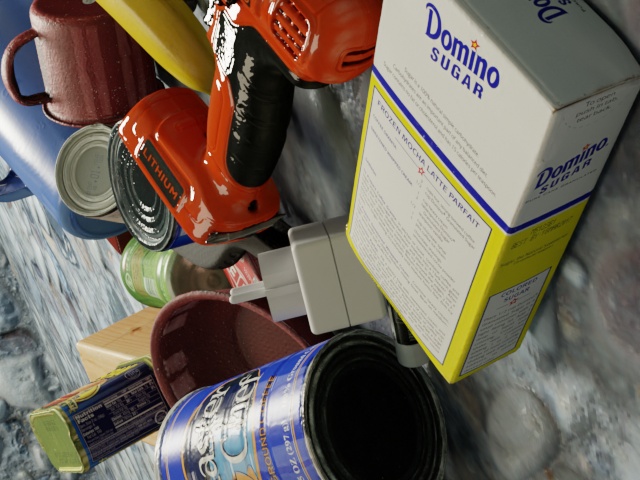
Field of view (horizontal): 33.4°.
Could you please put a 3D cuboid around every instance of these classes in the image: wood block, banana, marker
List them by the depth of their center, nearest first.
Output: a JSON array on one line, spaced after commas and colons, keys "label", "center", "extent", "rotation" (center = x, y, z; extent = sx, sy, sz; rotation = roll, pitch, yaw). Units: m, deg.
[{"label": "marker", "center": [0.039, 0.012, 0.542], "extent": [0.020, 0.020, 0.121], "rotation": [37, 146, 53]}, {"label": "banana", "center": [-0.125, -0.153, 0.668], "extent": [0.198, 0.037, 0.070], "rotation": [45, 156, 9]}, {"label": "wood block", "center": [-0.111, 0.115, 0.886], "extent": [0.206, 0.090, 0.090], "rotation": [3, 116, 56]}]

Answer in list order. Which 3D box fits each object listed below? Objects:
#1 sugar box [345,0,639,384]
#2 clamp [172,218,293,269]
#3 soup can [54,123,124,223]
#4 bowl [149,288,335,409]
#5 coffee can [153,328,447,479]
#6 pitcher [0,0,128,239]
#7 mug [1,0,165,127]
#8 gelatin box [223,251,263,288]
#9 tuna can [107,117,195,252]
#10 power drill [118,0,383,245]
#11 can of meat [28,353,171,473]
[{"label": "sugar box", "center": [0.057, -0.028, 0.413], "extent": [0.093, 0.048, 0.176], "rotation": [55, 154, 27]}, {"label": "clamp", "center": [-0.062, -0.038, 0.667], "extent": [0.210, 0.036, 0.164], "rotation": [2, 113, 52]}, {"label": "soup can", "center": [-0.139, -0.045, 0.787], "extent": [0.068, 0.069, 0.102], "rotation": [60, -164, 15]}, {"label": "bowl", "center": [-0.034, 0.089, 0.711], "extent": [0.162, 0.055, 0.162], "rotation": [20, 130, 24]}, {"label": "coffee can", "center": [-0.014, 0.117, 0.603], "extent": [0.141, 0.102, 0.103], "rotation": [-27, 88, 44]}, {"label": "pitcher", "center": [-0.241, -0.106, 0.929], "extent": [0.243, 0.144, 0.149], "rotation": [47, 140, 29]}, {"label": "mug", "center": [-0.175, -0.136, 0.778], "extent": [0.093, 0.117, 0.081], "rotation": [44, 146, 47]}, {"label": "gelatin box", "center": [-0.055, 0.001, 0.751], "extent": [0.089, 0.030, 0.073], "rotation": [62, 160, 9]}, {"label": "tuna can", "center": [-0.097, -0.037, 0.651], "extent": [0.086, 0.033, 0.086], "rotation": [30, 128, 46]}, {"label": "power drill", "center": [-0.054, -0.102, 0.535], "extent": [0.184, 0.057, 0.188], "rotation": [54, 145, 24]}, {"label": "can of meat", "center": [-0.163, 0.133, 0.805], "extent": [0.102, 0.083, 0.057], "rotation": [-23, 94, 60]}]
